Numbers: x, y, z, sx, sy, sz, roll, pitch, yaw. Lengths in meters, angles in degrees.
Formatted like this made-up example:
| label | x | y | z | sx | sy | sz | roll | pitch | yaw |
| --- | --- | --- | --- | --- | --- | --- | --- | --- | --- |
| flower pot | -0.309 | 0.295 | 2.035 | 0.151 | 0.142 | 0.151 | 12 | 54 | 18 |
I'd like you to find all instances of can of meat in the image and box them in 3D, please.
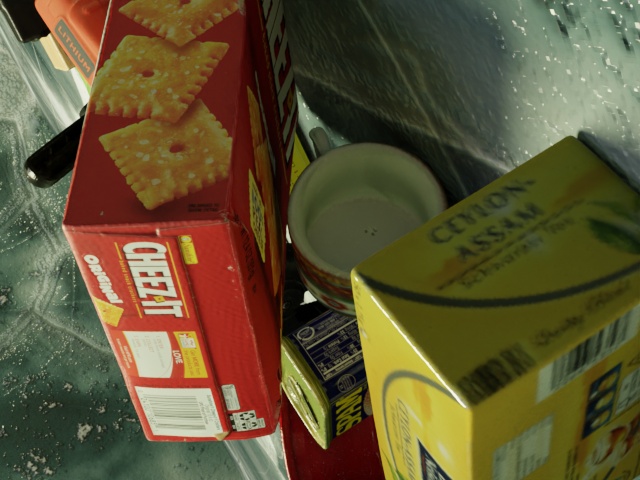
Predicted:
| label | x | y | z | sx | sy | sz | roll | pitch | yaw |
| --- | --- | --- | --- | --- | --- | --- | --- | --- | --- |
| can of meat | 0.022 | 0.075 | 0.663 | 0.057 | 0.084 | 0.102 | 54 | 166 | 23 |

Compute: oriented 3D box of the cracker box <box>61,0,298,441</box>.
| label | x | y | z | sx | sy | sz | roll | pitch | yaw |
| --- | --- | --- | --- | --- | --- | --- | --- | --- | --- |
| cracker box | -0.053 | -0.037 | 0.505 | 0.164 | 0.072 | 0.213 | 83 | -173 | -51 |

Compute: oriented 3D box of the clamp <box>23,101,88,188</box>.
| label | x | y | z | sx | sy | sz | roll | pitch | yaw |
| --- | --- | --- | --- | --- | --- | --- | --- | --- | --- |
| clamp | -0.159 | -0.105 | 0.831 | 0.036 | 0.164 | 0.210 | 41 | 177 | -7 |

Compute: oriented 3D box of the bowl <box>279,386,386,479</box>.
| label | x | y | z | sx | sy | sz | roll | pitch | yaw |
| --- | --- | --- | --- | --- | --- | --- | --- | --- | --- |
| bowl | 0.022 | 0.136 | 0.767 | 0.162 | 0.055 | 0.162 | -11 | -90 | -75 |
